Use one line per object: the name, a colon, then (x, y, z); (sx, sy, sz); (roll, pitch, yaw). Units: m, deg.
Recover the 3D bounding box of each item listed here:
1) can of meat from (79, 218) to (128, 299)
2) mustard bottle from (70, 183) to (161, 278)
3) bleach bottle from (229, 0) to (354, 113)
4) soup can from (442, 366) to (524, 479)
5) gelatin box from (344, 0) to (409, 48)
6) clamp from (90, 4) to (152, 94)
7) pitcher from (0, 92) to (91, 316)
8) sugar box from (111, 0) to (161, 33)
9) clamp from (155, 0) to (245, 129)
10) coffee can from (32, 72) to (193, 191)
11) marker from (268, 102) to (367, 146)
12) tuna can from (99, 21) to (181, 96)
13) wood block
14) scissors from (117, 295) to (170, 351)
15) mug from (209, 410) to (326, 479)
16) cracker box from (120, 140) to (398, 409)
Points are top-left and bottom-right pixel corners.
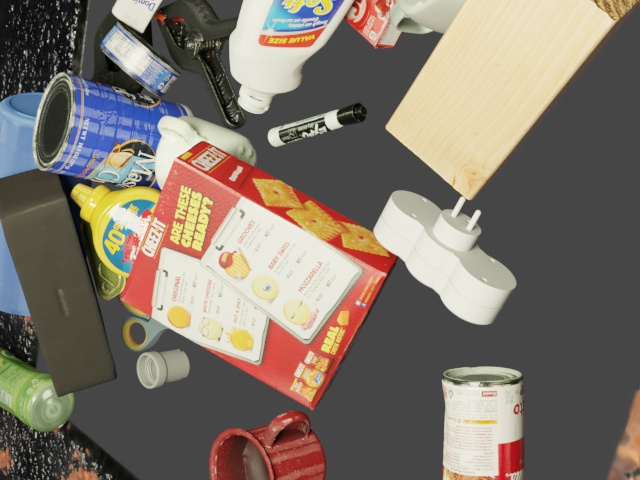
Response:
can of meat: (-0.207, 0.009, 1.180); (0.058, 0.083, 0.102); (-29, 75, 43)
mustard bottle: (-0.175, 0.000, 1.103); (0.191, 0.058, 0.096); (33, 99, 4)
bleach bottle: (-0.010, -0.218, 0.925); (0.251, 0.102, 0.068); (-64, 31, 35)
soup can: (0.133, 0.159, 0.875); (0.069, 0.068, 0.102); (3, 96, 44)
gelatin box: (0.053, -0.225, 0.939); (0.073, 0.030, 0.089); (49, 125, 30)
clamp: (-0.227, -0.174, 1.213); (0.165, 0.036, 0.210); (47, 128, 29)
pitcher: (-0.339, -0.047, 1.249); (0.145, 0.149, 0.243); (-120, 38, -58)
sugar box: (-0.151, -0.306, 1.089); (0.176, 0.048, 0.093); (-47, 21, 34)
clamp: (-0.113, -0.208, 1.096); (0.172, 0.039, 0.120); (48, 126, 30)
coffee can: (-0.216, -0.109, 1.121); (0.103, 0.140, 0.103); (-22, 63, 51)
marker: (-0.003, -0.110, 1.013); (0.121, 0.020, 0.020); (-11, 87, 44)
tuna can: (-0.189, -0.190, 1.122); (0.034, 0.086, 0.086); (-49, 58, 5)
wood block: (0.141, -0.135, 0.765); (0.091, 0.090, 0.206); (41, 144, 7)
scissors: (-0.170, 0.106, 1.202); (0.202, 0.016, 0.096); (30, 116, 38)
mug: (-0.045, 0.213, 1.044); (0.093, 0.081, 0.117); (40, 120, 34)
cracker box: (-0.056, 0.031, 0.984); (0.214, 0.072, 0.164); (29, 117, 6)
